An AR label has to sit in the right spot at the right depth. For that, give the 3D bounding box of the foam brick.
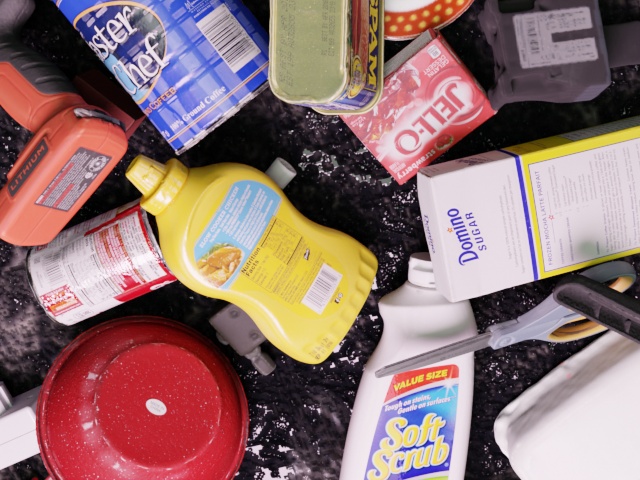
[{"bbox_3d":[-0.171,-0.078,0.774,0.053,0.051,0.078,40,104,-7],"label":"foam brick"}]

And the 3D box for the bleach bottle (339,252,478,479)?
[{"bbox_3d":[0.063,0.133,0.814,0.102,0.068,0.251,4,104,0],"label":"bleach bottle"}]

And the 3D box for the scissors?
[{"bbox_3d":[0.141,0.055,0.752,0.201,0.016,0.096,-7,144,-24],"label":"scissors"}]

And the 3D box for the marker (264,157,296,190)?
[{"bbox_3d":[-0.063,-0.012,0.802,0.020,0.020,0.121,39,105,-8],"label":"marker"}]

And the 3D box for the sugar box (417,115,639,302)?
[{"bbox_3d":[0.161,-0.024,0.751,0.176,0.048,0.093,-13,104,-6],"label":"sugar box"}]

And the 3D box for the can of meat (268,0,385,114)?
[{"bbox_3d":[0.004,-0.135,0.694,0.057,0.083,0.102,2,94,17],"label":"can of meat"}]

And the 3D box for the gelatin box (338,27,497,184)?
[{"bbox_3d":[0.068,-0.094,0.754,0.089,0.030,0.073,-36,115,17],"label":"gelatin box"}]

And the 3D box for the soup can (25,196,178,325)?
[{"bbox_3d":[-0.157,0.015,0.791,0.102,0.068,0.068,-23,103,10],"label":"soup can"}]

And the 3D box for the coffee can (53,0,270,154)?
[{"bbox_3d":[-0.102,-0.144,0.724,0.103,0.102,0.140,-36,101,12],"label":"coffee can"}]

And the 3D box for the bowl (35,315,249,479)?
[{"bbox_3d":[-0.123,0.125,0.779,0.162,0.055,0.162,7,68,-18],"label":"bowl"}]

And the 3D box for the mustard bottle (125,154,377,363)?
[{"bbox_3d":[-0.055,0.001,0.757,0.191,0.058,0.096,36,77,-21],"label":"mustard bottle"}]

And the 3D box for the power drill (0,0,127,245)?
[{"bbox_3d":[-0.230,-0.086,0.732,0.185,0.057,0.188,-48,67,16],"label":"power drill"}]
